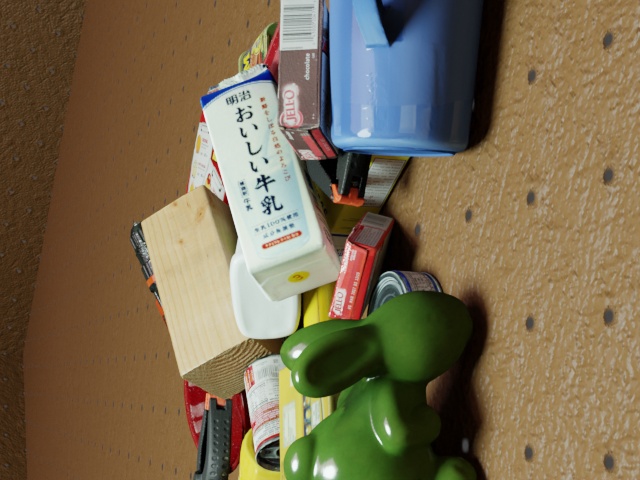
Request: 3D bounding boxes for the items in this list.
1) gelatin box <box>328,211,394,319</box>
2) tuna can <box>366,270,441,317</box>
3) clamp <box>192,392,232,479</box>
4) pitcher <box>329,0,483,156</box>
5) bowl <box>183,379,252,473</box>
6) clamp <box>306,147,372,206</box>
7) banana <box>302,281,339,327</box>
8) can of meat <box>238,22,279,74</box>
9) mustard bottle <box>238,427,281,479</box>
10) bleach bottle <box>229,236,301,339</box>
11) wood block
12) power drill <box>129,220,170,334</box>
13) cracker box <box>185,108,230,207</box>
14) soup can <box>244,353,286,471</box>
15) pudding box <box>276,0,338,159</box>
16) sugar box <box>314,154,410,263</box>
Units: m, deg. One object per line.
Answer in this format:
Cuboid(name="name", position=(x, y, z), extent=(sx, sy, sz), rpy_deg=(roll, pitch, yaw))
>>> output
Cuboid(name="gelatin box", position=(0.036, 0.023, 0.934), extent=(0.089, 0.030, 0.073), rpy_deg=(-53, -22, -67))
Cuboid(name="tuna can", position=(0.069, 0.068, 0.884), extent=(0.086, 0.033, 0.086), rpy_deg=(-175, 90, -69))
Cuboid(name="clamp", position=(-0.124, 0.274, 1.184), extent=(0.165, 0.036, 0.210), rpy_deg=(161, 114, -74))
Cuboid(name="pitcher", position=(0.062, -0.189, 0.821), extent=(0.145, 0.149, 0.243), rpy_deg=(-173, 85, -67))
Cuboid(name="bowl", position=(-0.103, 0.189, 1.247), extent=(0.162, 0.055, 0.162), rpy_deg=(13, 106, 58))
Cuboid(name="clamp", position=(0.006, -0.106, 0.951), extent=(0.120, 0.039, 0.171), rpy_deg=(-32, 56, 57))
Cuboid(name="banana", position=(0.001, 0.086, 1.062), extent=(0.070, 0.037, 0.198), rpy_deg=(94, 173, -65))
Cuboid(name="can of meat", position=(-0.054, -0.190, 1.235), extent=(0.084, 0.057, 0.102), rpy_deg=(144, 129, -60))
Cuboid(name="mustard bottle", position=(-0.072, 0.305, 1.158), extent=(0.096, 0.058, 0.192), rpy_deg=(-106, 26, -69))
Cuboid(name="bleach bottle", position=(-0.057, 0.001, 1.136), extent=(0.251, 0.068, 0.102), rpy_deg=(-96, 3, -64))
Cuboid(name="wood block", position=(-0.118, 0.056, 1.173), extent=(0.090, 0.090, 0.206), rpy_deg=(-30, 56, 13))
Cuboid(name="power drill", position=(-0.187, 0.075, 1.379), extent=(0.184, 0.057, 0.188), rpy_deg=(62, 172, 13))
Cuboid(name="cracker box", position=(-0.115, -0.054, 1.341), extent=(0.164, 0.072, 0.214), rpy_deg=(-130, 50, -59))
Cuboid(name="soup can", position=(-0.040, 0.175, 1.095), extent=(0.069, 0.068, 0.102), rpy_deg=(116, 151, -43))
Cuboid(name="pudding box", position=(-0.008, -0.131, 0.872), extent=(0.090, 0.039, 0.113), rpy_deg=(50, -138, -75))
Cuboid(name="sugar box", position=(0.024, -0.055, 1.013), extent=(0.176, 0.048, 0.093), rpy_deg=(119, 147, -43))
